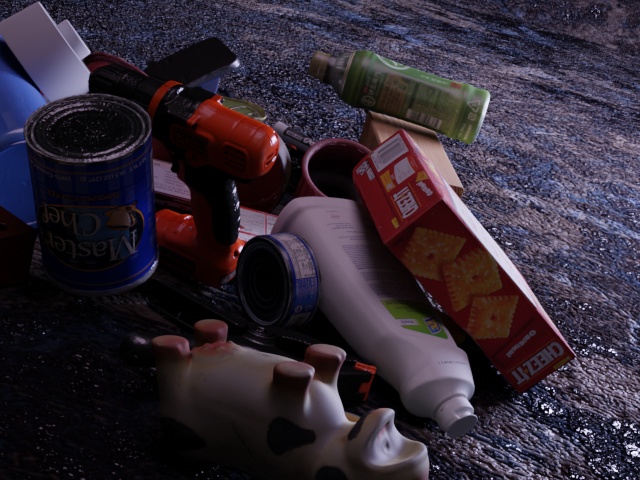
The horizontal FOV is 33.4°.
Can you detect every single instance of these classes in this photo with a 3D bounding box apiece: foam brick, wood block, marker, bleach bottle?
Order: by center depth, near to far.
[{"bbox_3d":[-0.285,0.001,0.896,0.078,0.051,0.052,30,26,28],"label":"foam brick"},{"bbox_3d":[0.052,0.066,0.923,0.102,0.068,0.251,2,40,-36],"label":"bleach bottle"},{"bbox_3d":[0.097,-0.071,1.265,0.090,0.090,0.206,12,23,-10],"label":"wood block"},{"bbox_3d":[-0.005,-0.110,1.297,0.121,0.020,0.020,29,26,16],"label":"marker"}]

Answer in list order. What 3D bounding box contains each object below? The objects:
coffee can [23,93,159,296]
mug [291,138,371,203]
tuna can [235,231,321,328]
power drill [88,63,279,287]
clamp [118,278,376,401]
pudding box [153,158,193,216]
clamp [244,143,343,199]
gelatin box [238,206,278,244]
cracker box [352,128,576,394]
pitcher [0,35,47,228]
[{"bbox_3d":[-0.191,-0.038,0.901,0.103,0.140,0.103,2,39,-2],"label":"coffee can"},{"bbox_3d":[0.026,-0.044,1.138,0.117,0.082,0.093,20,51,-4],"label":"mug"},{"bbox_3d":[-0.038,0.036,0.939,0.033,0.086,0.086,-6,32,-39],"label":"tuna can"},{"bbox_3d":[-0.127,-0.057,0.957,0.184,0.188,0.057,26,48,18],"label":"power drill"},{"bbox_3d":[-0.060,0.085,0.873,0.209,0.036,0.164,15,14,-13],"label":"clamp"},{"bbox_3d":[-0.163,-0.055,1.073,0.113,0.039,0.090,12,-9,-6],"label":"pudding box"},{"bbox_3d":[-0.024,-0.074,1.258,0.120,0.039,0.171,22,23,-2],"label":"clamp"},{"bbox_3d":[-0.057,0.001,1.076,0.073,0.030,0.089,14,23,-9],"label":"gelatin box"},{"bbox_3d":[0.126,0.019,0.979,0.213,0.072,0.164,48,11,-26],"label":"cracker box"},{"bbox_3d":[-0.332,-0.112,1.031,0.149,0.145,0.243,-35,45,-9],"label":"pitcher"}]
